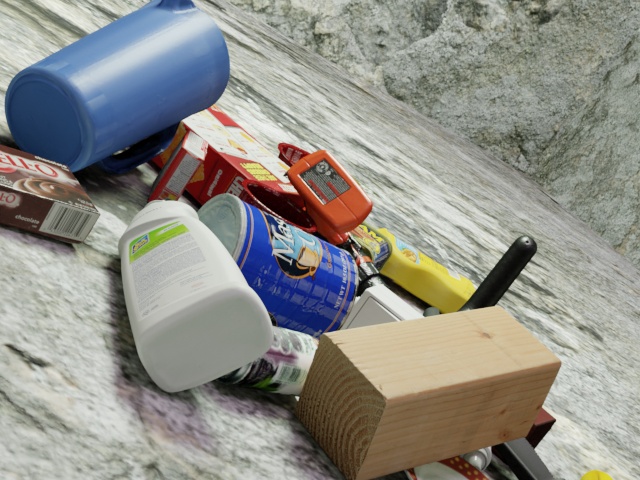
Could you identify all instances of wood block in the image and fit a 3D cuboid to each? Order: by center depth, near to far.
[{"bbox_3d":[0.094,0.125,0.908,0.205,0.090,0.091,-5,36,-37],"label":"wood block"}]

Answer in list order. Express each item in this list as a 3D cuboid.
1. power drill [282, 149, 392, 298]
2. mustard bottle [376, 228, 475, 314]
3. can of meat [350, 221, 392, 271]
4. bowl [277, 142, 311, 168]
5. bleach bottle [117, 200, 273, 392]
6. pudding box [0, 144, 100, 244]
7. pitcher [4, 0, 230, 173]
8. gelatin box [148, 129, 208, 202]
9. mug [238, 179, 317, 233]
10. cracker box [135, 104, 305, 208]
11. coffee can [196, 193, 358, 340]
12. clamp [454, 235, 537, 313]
[{"bbox_3d":[0.025,-0.002,1.204,0.184,0.057,0.187,48,-16,26],"label":"power drill"},{"bbox_3d":[0.115,0.035,1.434,0.191,0.058,0.096,32,13,-11],"label":"mustard bottle"},{"bbox_3d":[0.033,0.005,1.355,0.102,0.057,0.083,36,17,10],"label":"can of meat"},{"bbox_3d":[-0.006,-0.072,1.519,0.162,0.055,0.162,32,15,-10],"label":"bowl"},{"bbox_3d":[-0.114,0.024,0.886,0.251,0.102,0.068,-120,-175,-61],"label":"bleach bottle"},{"bbox_3d":[-0.256,-0.045,0.912,0.113,0.039,0.090,21,19,-43],"label":"pudding box"},{"bbox_3d":[-0.209,-0.150,1.106,0.149,0.145,0.242,59,36,-9],"label":"pitcher"},{"bbox_3d":[-0.155,-0.076,1.169,0.030,0.073,0.089,32,14,-12],"label":"gelatin box"},{"bbox_3d":[-0.057,0.001,1.116,0.093,0.081,0.117,19,21,-46],"label":"mug"},{"bbox_3d":[-0.123,-0.095,1.305,0.214,0.072,0.164,41,17,23],"label":"cracker box"},{"bbox_3d":[-0.050,0.030,0.991,0.140,0.103,0.103,26,17,-33],"label":"coffee can"},{"bbox_3d":[0.148,0.101,1.134,0.036,0.209,0.165,38,-26,18],"label":"clamp"}]
